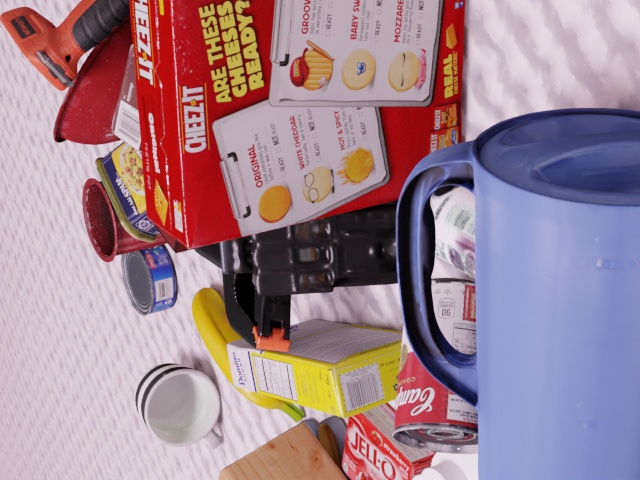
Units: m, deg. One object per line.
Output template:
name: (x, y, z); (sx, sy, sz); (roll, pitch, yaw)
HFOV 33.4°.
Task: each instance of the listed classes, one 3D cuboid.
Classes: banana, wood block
banana: (-0.088, 0.103, 1.044); (0.198, 0.037, 0.069); (51, 180, 39)
wood block: (0.003, 0.272, 0.902); (0.206, 0.090, 0.091); (51, 150, 23)

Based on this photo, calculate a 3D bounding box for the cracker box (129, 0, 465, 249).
cracker box: (-0.009, -0.101, 0.680); (0.072, 0.213, 0.164); (28, 125, 52)

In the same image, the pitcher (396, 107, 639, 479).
pitcher: (0.135, 0.056, 0.586); (0.149, 0.144, 0.243); (38, 135, 52)

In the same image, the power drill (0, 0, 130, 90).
power drill: (-0.209, -0.241, 1.004); (0.057, 0.187, 0.185); (47, -178, -46)

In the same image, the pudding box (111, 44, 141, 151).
pudding box: (-0.151, -0.153, 1.010); (0.039, 0.089, 0.114); (34, 134, 7)

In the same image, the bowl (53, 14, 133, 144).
bowl: (-0.204, -0.154, 1.085); (0.055, 0.162, 0.162); (33, 142, -2)

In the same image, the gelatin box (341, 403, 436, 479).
gelatin box: (0.054, 0.180, 0.873); (0.089, 0.030, 0.073); (41, 135, 44)

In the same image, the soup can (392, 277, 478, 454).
soup can: (0.086, 0.083, 0.706); (0.069, 0.068, 0.102); (-34, 44, 58)

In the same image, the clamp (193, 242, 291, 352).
clamp: (-0.056, 0.001, 0.882); (0.165, 0.036, 0.210); (-66, 29, 30)

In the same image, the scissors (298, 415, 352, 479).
scissors: (0.010, 0.251, 0.989); (0.096, 0.016, 0.202); (21, 120, 56)

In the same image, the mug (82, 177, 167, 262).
mug: (-0.211, -0.034, 1.174); (0.117, 0.081, 0.093); (36, 131, 48)

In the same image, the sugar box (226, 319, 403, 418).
sugar box: (0.005, 0.099, 0.860); (0.177, 0.093, 0.048); (-3, 99, 60)

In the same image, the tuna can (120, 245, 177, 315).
tuna can: (-0.198, 0.042, 1.230); (0.086, 0.033, 0.086); (31, 128, 51)

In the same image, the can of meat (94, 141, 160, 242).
can of meat: (-0.168, -0.064, 1.081); (0.084, 0.057, 0.102); (-35, 67, 17)
